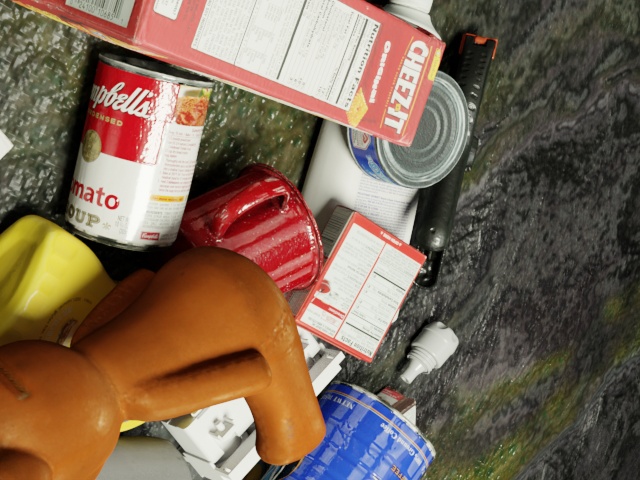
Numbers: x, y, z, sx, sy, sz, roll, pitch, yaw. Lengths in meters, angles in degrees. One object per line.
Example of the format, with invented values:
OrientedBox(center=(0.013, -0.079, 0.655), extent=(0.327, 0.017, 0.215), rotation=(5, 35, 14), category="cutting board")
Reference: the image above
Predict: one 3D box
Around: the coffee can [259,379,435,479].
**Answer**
OrientedBox(center=(0.009, 0.195, 0.831), extent=(0.140, 0.103, 0.102), rotation=(-51, 140, -20), category="coffee can")

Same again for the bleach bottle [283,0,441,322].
OrientedBox(center=(0.042, -0.067, 0.796), extent=(0.102, 0.068, 0.251), rotation=(8, 100, -47), category="bleach bottle")

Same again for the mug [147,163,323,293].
OrientedBox(center=(-0.054, 0.001, 0.685), extent=(0.081, 0.093, 0.117), rotation=(-27, 164, -33), category="mug")

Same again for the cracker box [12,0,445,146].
OrientedBox(center=(-0.059, -0.124, 0.564), extent=(0.213, 0.164, 0.072), rotation=(12, 101, -51), category="cracker box")

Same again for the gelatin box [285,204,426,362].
OrientedBox(center=(0.023, 0.031, 0.750), extent=(0.073, 0.030, 0.089), rotation=(31, 87, -31), category="gelatin box")

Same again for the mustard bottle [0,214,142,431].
OrientedBox(center=(-0.136, 0.067, 0.658), extent=(0.096, 0.058, 0.191), rotation=(-59, 142, -10), category="mustard bottle")

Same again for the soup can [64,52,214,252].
OrientedBox(center=(-0.107, -0.052, 0.624), extent=(0.068, 0.069, 0.102), rotation=(1, 108, -50), category="soup can")

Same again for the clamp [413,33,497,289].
OrientedBox(center=(0.105, -0.064, 0.862), extent=(0.164, 0.036, 0.210), rotation=(87, 17, -71), category="clamp")

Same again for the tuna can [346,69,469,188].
OrientedBox(center=(0.062, -0.080, 0.743), extent=(0.085, 0.034, 0.086), rotation=(-10, 109, -33), category="tuna can")
